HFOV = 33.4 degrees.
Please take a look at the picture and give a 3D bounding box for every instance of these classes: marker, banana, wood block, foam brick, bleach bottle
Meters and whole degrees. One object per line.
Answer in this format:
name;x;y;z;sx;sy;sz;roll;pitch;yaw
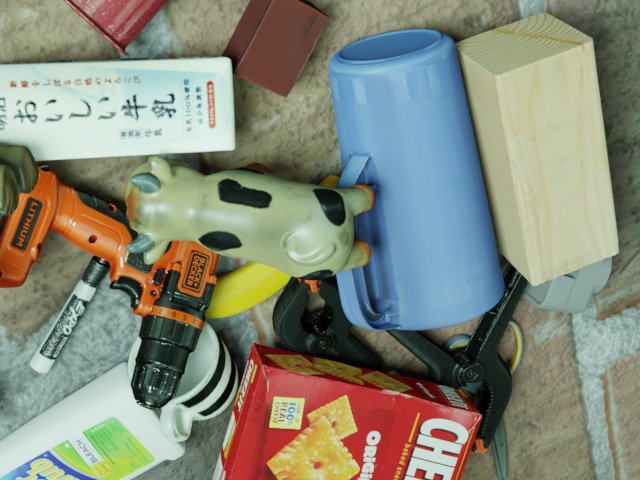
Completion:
marker;-0.220;0.064;0.942;0.020;0.020;0.121;27;103;-26
banana;-0.052;0.017;0.965;0.198;0.037;0.069;-32;121;-2
wood block;0.189;-0.078;0.927;0.090;0.091;0.206;-21;121;-7
foam brick;-0.038;-0.167;0.881;0.053;0.051;0.078;24;104;-26
bleach bottle;-0.255;0.217;0.975;0.251;0.068;0.102;-33;119;1

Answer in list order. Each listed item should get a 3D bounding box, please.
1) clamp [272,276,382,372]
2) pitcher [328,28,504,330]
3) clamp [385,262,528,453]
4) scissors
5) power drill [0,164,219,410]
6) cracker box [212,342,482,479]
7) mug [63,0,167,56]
clamp;0.006;0.088;1.001;0.120;0.039;0.171;-14;134;-21
pitcher;0.073;-0.048;0.922;0.145;0.149;0.243;-11;113;4
clamp;0.150;0.116;1.056;0.164;0.036;0.210;-23;117;-7
scissors;0.164;0.171;1.114;0.096;0.016;0.202;-1;112;-16
power drill;-0.179;0.031;0.885;0.187;0.057;0.184;22;72;-24
cracker box;0.020;0.200;0.977;0.213;0.072;0.164;15;101;-14
mug;-0.164;-0.209;0.810;0.117;0.093;0.081;42;91;8
